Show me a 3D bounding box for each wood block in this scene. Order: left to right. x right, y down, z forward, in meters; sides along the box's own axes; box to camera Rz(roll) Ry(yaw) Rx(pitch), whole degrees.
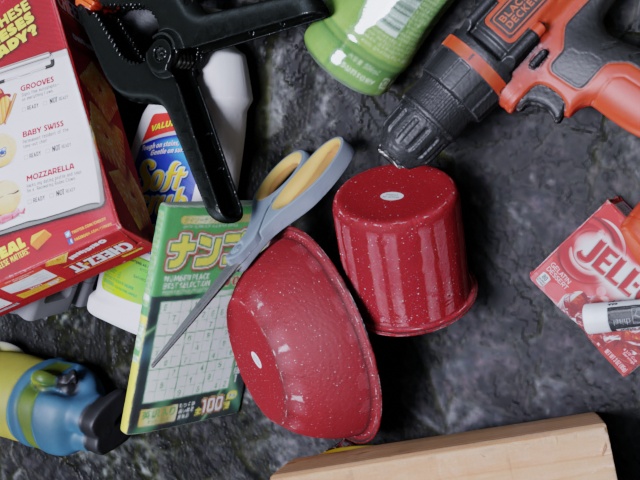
[{"bbox_3d":[0.082,0.172,0.677,0.206,0.090,0.091,-10,84,9],"label":"wood block"}]

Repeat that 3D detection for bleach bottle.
[{"bbox_3d":[-0.109,-0.053,0.815,0.103,0.068,0.251,19,104,29],"label":"bleach bottle"}]

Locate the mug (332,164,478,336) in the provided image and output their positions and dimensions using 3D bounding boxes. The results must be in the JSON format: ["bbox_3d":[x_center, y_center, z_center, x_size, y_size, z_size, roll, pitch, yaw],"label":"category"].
[{"bbox_3d":[0.052,-0.004,0.706,0.093,0.117,0.081,-11,122,-1],"label":"mug"}]

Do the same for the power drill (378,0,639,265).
[{"bbox_3d":[0.151,-0.070,0.637,0.188,0.057,0.184,44,97,13],"label":"power drill"}]

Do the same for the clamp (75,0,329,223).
[{"bbox_3d":[-0.100,-0.118,0.748,0.210,0.036,0.165,28,106,31],"label":"clamp"}]

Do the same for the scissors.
[{"bbox_3d":[-0.055,0.001,0.746,0.201,0.096,0.016,-46,112,-4],"label":"scissors"}]

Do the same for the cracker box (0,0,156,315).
[{"bbox_3d":[-0.228,-0.063,0.782,0.164,0.072,0.214,-24,70,10],"label":"cracker box"}]

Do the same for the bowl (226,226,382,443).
[{"bbox_3d":[-0.021,0.074,0.738,0.162,0.055,0.162,49,150,41],"label":"bowl"}]
